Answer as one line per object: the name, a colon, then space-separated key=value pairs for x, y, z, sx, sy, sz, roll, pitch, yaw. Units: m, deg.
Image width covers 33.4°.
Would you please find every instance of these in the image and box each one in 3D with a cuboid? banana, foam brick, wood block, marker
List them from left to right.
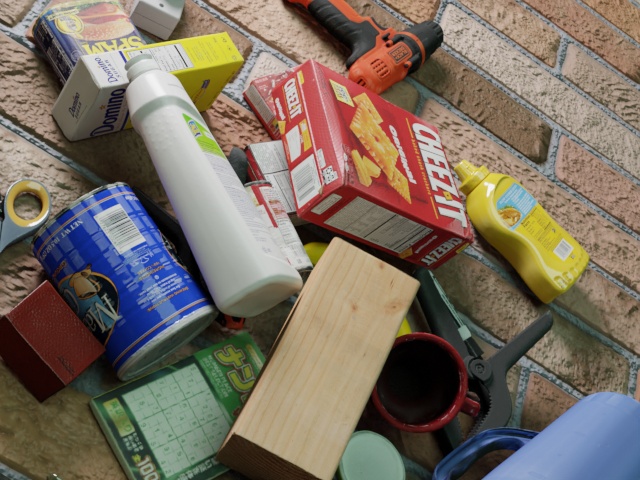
foam brick: x=-0.228 y=0.084 z=0.880 sx=0.078 sy=0.051 sz=0.052 roll=52 pitch=46 yaw=-7
wood block: x=-0.002 y=0.113 z=0.940 sx=0.090 sy=0.091 sz=0.206 roll=29 pitch=61 yaw=-2
banana: x=0.043 y=0.067 z=1.098 sx=0.069 sy=0.037 sz=0.198 roll=-43 pitch=86 yaw=-17
marker: x=0.140 y=0.081 z=1.162 sx=0.020 sy=0.020 sz=0.121 roll=-23 pitch=75 yaw=-41

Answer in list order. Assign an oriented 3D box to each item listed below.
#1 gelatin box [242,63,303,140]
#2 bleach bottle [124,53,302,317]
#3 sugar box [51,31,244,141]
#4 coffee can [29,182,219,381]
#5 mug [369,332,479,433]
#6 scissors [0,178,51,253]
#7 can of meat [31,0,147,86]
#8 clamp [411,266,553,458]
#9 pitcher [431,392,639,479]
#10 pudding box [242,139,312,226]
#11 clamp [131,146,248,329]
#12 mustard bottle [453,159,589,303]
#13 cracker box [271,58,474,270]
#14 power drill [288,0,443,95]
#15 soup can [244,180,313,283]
gelatin box: x=-0.032 y=-0.154 z=1.194 sx=0.089 sy=0.030 sz=0.073 roll=-25 pitch=77 yaw=-42
bleach bottle: x=-0.107 y=-0.056 z=0.956 sx=0.251 sy=0.068 sz=0.102 roll=62 pitch=10 yaw=14
sugar box: x=-0.170 y=-0.153 z=1.059 sx=0.175 sy=0.093 sz=0.048 roll=-23 pitch=76 yaw=-41
coffee can: x=-0.169 y=0.035 z=0.925 sx=0.102 sy=0.103 sz=0.140 roll=-30 pitch=80 yaw=-43
mug: x=0.098 y=0.140 z=1.029 sx=0.117 sy=0.081 sz=0.093 roll=22 pitch=83 yaw=-3
scissors: x=-0.273 y=0.016 z=0.928 sx=0.096 sy=0.016 sz=0.202 roll=1 pitch=61 yaw=-34
can of meat: x=-0.227 y=-0.194 z=1.072 sx=0.101 sy=0.058 sz=0.084 roll=-21 pitch=71 yaw=-42
clamp: x=0.168 y=0.137 z=1.113 sx=0.164 sy=0.036 sz=0.210 roll=12 pitch=60 yaw=-11
pitcher: x=0.226 y=0.232 z=1.009 sx=0.242 sy=0.145 sz=0.149 roll=-27 pitch=90 yaw=-48
pudding box: x=-0.025 y=-0.063 z=1.134 sx=0.113 sy=0.039 sz=0.090 roll=-13 pitch=70 yaw=-38
clamp: x=-0.115 y=0.004 z=1.010 sx=0.039 sy=0.120 sz=0.171 roll=27 pitch=51 yaw=-70
mustard bottle: x=0.229 y=-0.021 z=1.264 sx=0.191 sy=0.058 sz=0.096 roll=47 pitch=46 yaw=1
cracker box: x=0.057 y=-0.077 z=1.124 sx=0.213 sy=0.072 sz=0.164 roll=21 pitch=45 yaw=-42
power drill: x=0.054 y=-0.277 z=1.316 sx=0.187 sy=0.057 sz=0.184 roll=47 pitch=47 yaw=2
soup can: x=-0.057 y=0.001 z=1.048 sx=0.068 sy=0.069 sz=0.102 roll=-14 pitch=70 yaw=-39
